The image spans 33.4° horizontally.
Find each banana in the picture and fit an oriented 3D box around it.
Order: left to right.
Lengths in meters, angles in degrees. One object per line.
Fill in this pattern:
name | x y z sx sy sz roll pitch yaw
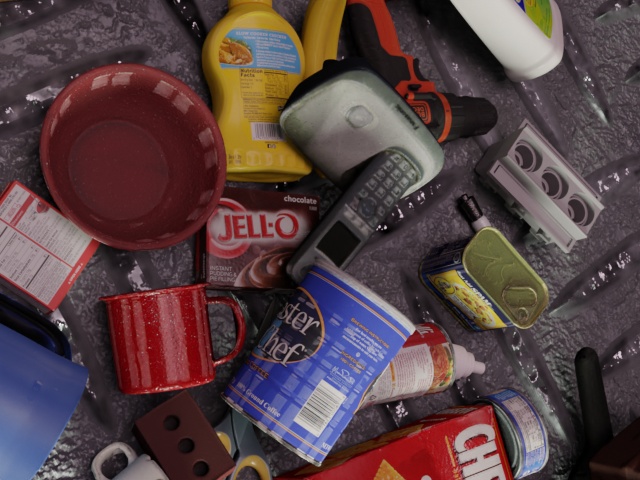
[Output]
banana | 0.001 -0.159 1.005 0.037 0.070 0.198 3 96 -15

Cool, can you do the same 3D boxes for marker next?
marker | 0.178 0.004 1.094 0.020 0.020 0.121 -37 98 -28

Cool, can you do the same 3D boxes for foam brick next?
foam brick | -0.113 0.171 0.878 0.053 0.051 0.078 -32 82 -21

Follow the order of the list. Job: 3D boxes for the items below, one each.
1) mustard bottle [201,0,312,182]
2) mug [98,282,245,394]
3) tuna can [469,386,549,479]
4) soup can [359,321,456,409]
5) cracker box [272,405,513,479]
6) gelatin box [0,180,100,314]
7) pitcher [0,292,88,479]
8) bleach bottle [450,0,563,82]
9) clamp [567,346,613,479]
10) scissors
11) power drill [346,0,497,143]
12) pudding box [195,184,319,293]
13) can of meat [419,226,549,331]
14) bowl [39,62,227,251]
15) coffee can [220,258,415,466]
mustard bottle | -0.060 -0.151 0.978 0.096 0.058 0.191 0 80 -24
mug | -0.119 0.079 0.879 0.117 0.093 0.081 -8 88 1
tuna can | 0.177 0.186 1.020 0.033 0.086 0.086 -15 87 -28
soup can | 0.064 0.116 0.985 0.102 0.069 0.068 -8 84 -28
cracker box | 0.081 0.257 0.963 0.213 0.072 0.164 -15 88 -30
gelatin box | -0.237 0.006 0.871 0.089 0.030 0.073 37 67 -17
pitcher | -0.299 0.085 0.777 0.242 0.149 0.145 35 81 -14
bleach bottle | 0.150 -0.267 1.058 0.250 0.068 0.102 35 47 -38
clamp | 0.293 0.223 1.097 0.164 0.036 0.210 35 68 -26
scissors | -0.056 0.156 0.942 0.096 0.016 0.201 39 66 -13
power drill | 0.090 -0.187 1.065 0.184 0.057 0.187 -6 82 -32
pudding box | -0.056 0.001 0.961 0.113 0.039 0.090 5 78 -27
can of meat | 0.157 0.042 1.038 0.102 0.084 0.057 47 63 -12
bowl | -0.164 -0.066 0.908 0.161 0.055 0.162 6 78 -26
coffee can | -0.002 0.101 0.890 0.102 0.103 0.140 37 84 -17
